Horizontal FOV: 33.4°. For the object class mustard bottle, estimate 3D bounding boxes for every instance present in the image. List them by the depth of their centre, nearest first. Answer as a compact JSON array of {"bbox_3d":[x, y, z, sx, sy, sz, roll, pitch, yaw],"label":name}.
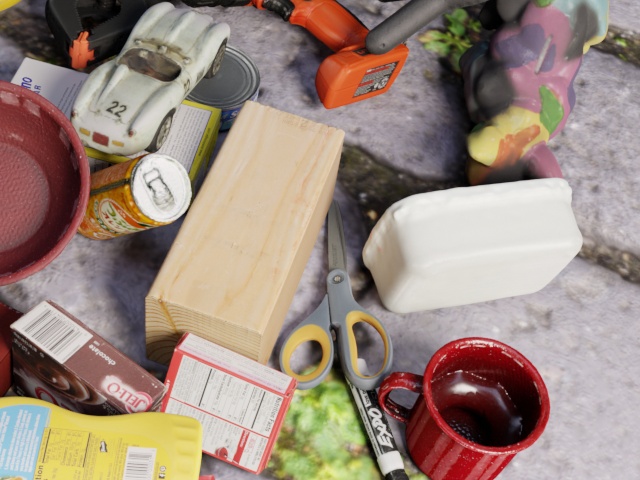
[{"bbox_3d":[-0.170,0.142,0.637,0.191,0.058,0.096,8,54,-7],"label":"mustard bottle"}]

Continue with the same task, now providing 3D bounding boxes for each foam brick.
[{"bbox_3d":[-0.250,0.071,0.763,0.078,0.053,0.051,27,53,6],"label":"foam brick"}]

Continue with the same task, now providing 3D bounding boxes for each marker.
[{"bbox_3d":[0.044,0.144,0.796,0.020,0.020,0.121,-9,57,-19],"label":"marker"}]

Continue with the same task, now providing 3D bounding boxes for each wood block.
[{"bbox_3d":[-0.056,0.001,0.832,0.090,0.091,0.206,18,53,5],"label":"wood block"}]

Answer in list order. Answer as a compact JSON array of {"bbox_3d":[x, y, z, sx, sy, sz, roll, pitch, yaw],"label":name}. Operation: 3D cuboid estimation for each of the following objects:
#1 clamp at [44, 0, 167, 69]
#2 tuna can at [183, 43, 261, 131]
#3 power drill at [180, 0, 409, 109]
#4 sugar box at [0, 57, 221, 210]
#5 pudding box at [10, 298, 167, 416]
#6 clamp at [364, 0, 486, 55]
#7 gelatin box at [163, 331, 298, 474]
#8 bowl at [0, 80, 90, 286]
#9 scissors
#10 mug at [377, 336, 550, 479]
[{"bbox_3d":[-0.186,-0.222,0.984,0.164,0.036,0.210,7,40,-8],"label":"clamp"},{"bbox_3d":[-0.098,-0.139,0.962,0.086,0.034,0.086,6,53,-8],"label":"tuna can"},{"bbox_3d":[-0.022,-0.206,0.995,0.184,0.057,0.188,-24,64,-41],"label":"power drill"},{"bbox_3d":[-0.181,-0.090,0.901,0.176,0.048,0.093,14,48,1],"label":"sugar box"},{"bbox_3d":[-0.160,0.104,0.736,0.113,0.090,0.039,36,52,15],"label":"pudding box"},{"bbox_3d":[0.112,-0.221,0.948,0.172,0.039,0.120,-16,43,29],"label":"clamp"},{"bbox_3d":[-0.068,0.116,0.756,0.089,0.073,0.030,22,26,4],"label":"gelatin box"},{"bbox_3d":[-0.257,-0.039,0.819,0.162,0.055,0.162,1,79,-7],"label":"bowl"},{"bbox_3d":[-0.002,0.046,0.857,0.096,0.016,0.202,-20,45,-4],"label":"scissors"},{"bbox_3d":[0.098,0.127,0.781,0.117,0.082,0.093,15,53,-2],"label":"mug"}]
